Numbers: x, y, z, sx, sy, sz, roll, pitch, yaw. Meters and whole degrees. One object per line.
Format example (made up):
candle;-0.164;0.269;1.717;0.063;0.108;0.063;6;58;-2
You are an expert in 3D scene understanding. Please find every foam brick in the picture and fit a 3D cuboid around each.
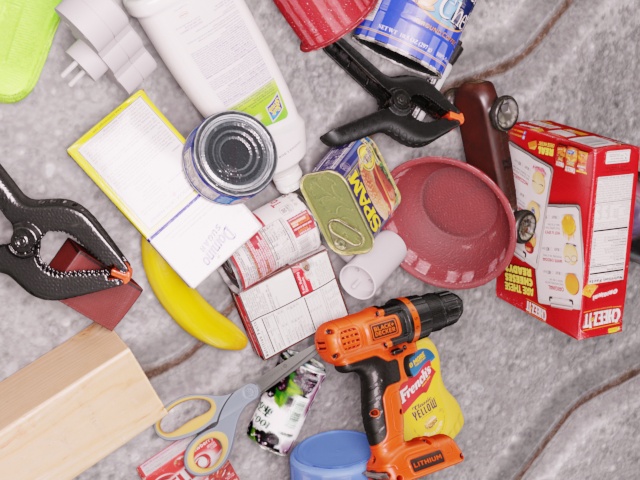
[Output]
foam brick;-0.223;0.042;1.034;0.078;0.053;0.051;36;87;-29

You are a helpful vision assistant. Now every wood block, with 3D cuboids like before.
wood block;-0.266;0.178;1.032;0.206;0.091;0.090;-33;118;-15

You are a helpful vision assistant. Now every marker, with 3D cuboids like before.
marker;0.121;-0.165;1.163;0.020;0.020;0.121;30;91;-31

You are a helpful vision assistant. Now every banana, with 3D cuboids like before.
banana;-0.135;0.045;1.088;0.069;0.037;0.198;-29;116;-16

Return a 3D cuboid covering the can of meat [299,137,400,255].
can of meat;0.034;-0.049;1.113;0.083;0.058;0.102;-53;125;-44

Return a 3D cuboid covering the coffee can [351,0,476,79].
coffee can;0.106;-0.248;1.082;0.102;0.103;0.140;22;94;-30

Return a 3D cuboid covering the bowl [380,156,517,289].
bowl;0.142;-0.028;1.163;0.055;0.162;0.162;-49;129;-51

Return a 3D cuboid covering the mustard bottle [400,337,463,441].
mustard bottle;0.096;0.159;1.227;0.096;0.058;0.191;-31;116;-17

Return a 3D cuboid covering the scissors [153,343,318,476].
scissors;-0.075;0.181;1.123;0.201;0.016;0.096;-18;77;-1

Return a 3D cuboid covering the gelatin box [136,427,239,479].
gelatin box;-0.142;0.253;1.151;0.089;0.030;0.073;-33;117;-15

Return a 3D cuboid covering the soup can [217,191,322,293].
soup can;-0.057;0.001;1.096;0.102;0.069;0.068;-29;116;-17

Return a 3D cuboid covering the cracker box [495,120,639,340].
cracker box;0.275;-0.017;1.203;0.072;0.164;0.214;-7;108;-23

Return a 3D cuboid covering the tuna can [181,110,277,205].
tuna can;-0.084;-0.078;0.997;0.086;0.034;0.086;5;77;-23

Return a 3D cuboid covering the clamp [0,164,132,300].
clamp;-0.277;0.006;0.971;0.210;0.036;0.164;27;96;-6

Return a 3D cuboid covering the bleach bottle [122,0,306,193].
bleach bottle;-0.087;-0.149;1.040;0.102;0.068;0.250;-33;120;-10

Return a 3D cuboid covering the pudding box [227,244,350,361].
pudding box;-0.033;0.063;1.144;0.113;0.039;0.090;-26;117;-15

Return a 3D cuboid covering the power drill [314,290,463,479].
power drill;0.093;0.155;1.146;0.184;0.057;0.187;-13;87;-27

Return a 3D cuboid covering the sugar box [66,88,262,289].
sugar box;-0.148;-0.048;1.018;0.093;0.048;0.176;-42;100;-9

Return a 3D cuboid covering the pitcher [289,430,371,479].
pitcher;0.039;0.345;1.212;0.149;0.145;0.243;-14;108;-29

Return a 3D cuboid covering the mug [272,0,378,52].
mug;0.005;-0.251;1.040;0.117;0.093;0.081;-44;115;-14

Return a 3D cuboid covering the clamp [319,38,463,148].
clamp;0.070;-0.150;1.112;0.171;0.039;0.120;2;80;-31
